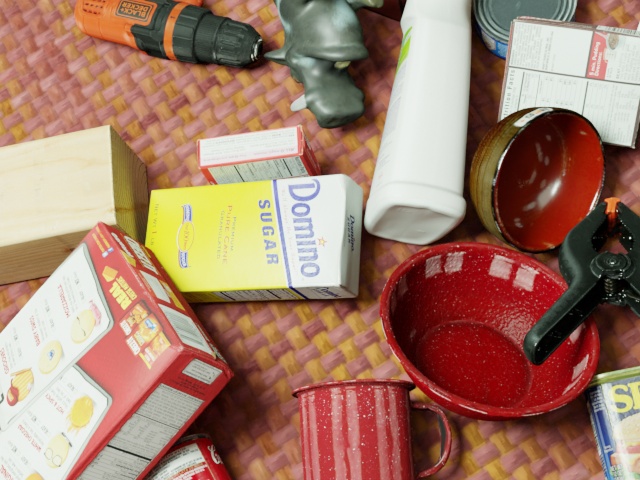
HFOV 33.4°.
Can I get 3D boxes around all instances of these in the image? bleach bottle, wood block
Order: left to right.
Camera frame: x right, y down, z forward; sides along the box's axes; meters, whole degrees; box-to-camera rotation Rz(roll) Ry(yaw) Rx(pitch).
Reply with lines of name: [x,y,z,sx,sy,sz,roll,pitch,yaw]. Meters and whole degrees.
wood block: [-0.257,-0.021,0.902,0.206,0.090,0.090,-10,69,8]
bleach bottle: [0.089,-0.129,0.861,0.068,0.103,0.251,12,72,-9]

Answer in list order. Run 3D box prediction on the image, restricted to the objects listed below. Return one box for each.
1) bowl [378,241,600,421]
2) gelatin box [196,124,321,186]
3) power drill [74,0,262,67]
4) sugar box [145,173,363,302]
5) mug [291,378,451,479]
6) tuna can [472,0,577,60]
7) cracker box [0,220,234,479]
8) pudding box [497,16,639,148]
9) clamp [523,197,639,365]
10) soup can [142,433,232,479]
bowl: [0.119,0.076,0.785,0.162,0.055,0.162,5,46,-5]
gelatin box: [-0.049,-0.063,0.882,0.089,0.073,0.030,-8,68,9]
power drill: [-0.114,-0.251,0.973,0.184,0.057,0.187,16,74,16]
sugar box: [-0.056,0.001,0.858,0.176,0.048,0.093,-5,71,24]
mug: [0.039,0.148,0.783,0.117,0.093,0.081,-1,74,-8]
tuna can: [0.173,-0.195,0.905,0.086,0.033,0.086,-4,70,11]
cracker box: [-0.182,0.117,0.801,0.214,0.072,0.164,-49,47,7]
pudding box: [0.203,-0.126,0.850,0.114,0.039,0.090,12,108,17]
clamp: [0.202,0.032,0.773,0.120,0.039,0.171,-1,37,5]
soup can: [-0.090,0.205,0.795,0.068,0.068,0.102,-32,68,-1]
